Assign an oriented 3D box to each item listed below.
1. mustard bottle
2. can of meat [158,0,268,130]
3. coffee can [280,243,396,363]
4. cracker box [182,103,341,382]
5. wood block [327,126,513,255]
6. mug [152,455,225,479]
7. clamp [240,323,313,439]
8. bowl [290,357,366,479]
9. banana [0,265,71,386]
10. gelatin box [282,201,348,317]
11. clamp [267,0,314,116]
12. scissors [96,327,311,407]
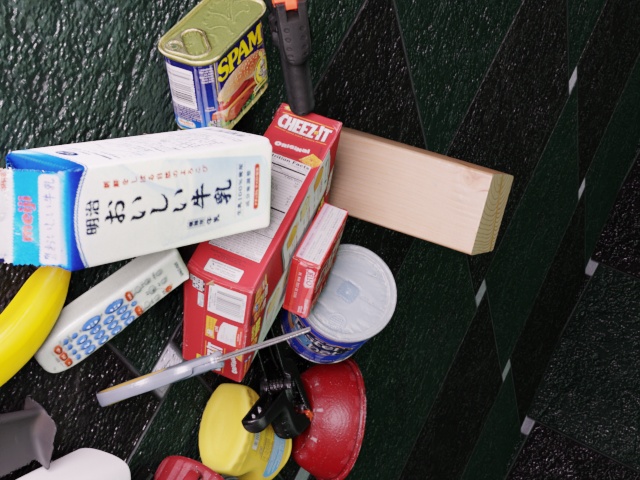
[{"bbox_3d":[-0.076,0.227,1.215,0.191,0.058,0.096,48,48,-65],"label":"mustard bottle"},{"bbox_3d":[-0.087,-0.149,0.906,0.102,0.057,0.084,-53,153,-37],"label":"can of meat"},{"bbox_3d":[0.016,0.071,1.150,0.102,0.103,0.140,-63,-179,-18],"label":"coffee can"},{"bbox_3d":[-0.057,0.001,1.011,0.164,0.072,0.213,101,13,-54],"label":"cracker box"},{"bbox_3d":[0.097,-0.059,1.193,0.090,0.206,0.091,-5,112,-65],"label":"wood block"},{"bbox_3d":[-0.139,0.264,1.061,0.117,0.093,0.081,103,13,-56],"label":"mug"},{"bbox_3d":[-0.049,0.150,1.173,0.210,0.036,0.164,57,26,-63],"label":"clamp"},{"bbox_3d":[-0.005,0.217,1.308,0.055,0.162,0.162,11,100,-25],"label":"bowl"},{"bbox_3d":[-0.240,0.076,0.758,0.197,0.037,0.070,-37,135,-54],"label":"banana"},{"bbox_3d":[-0.004,0.019,1.029,0.089,0.030,0.073,-63,171,-45],"label":"gelatin box"},{"bbox_3d":[-0.024,-0.174,0.928,0.171,0.039,0.120,-104,177,-89],"label":"clamp"},{"bbox_3d":[-0.101,0.109,0.955,0.096,0.202,0.016,17,54,-87],"label":"scissors"}]
